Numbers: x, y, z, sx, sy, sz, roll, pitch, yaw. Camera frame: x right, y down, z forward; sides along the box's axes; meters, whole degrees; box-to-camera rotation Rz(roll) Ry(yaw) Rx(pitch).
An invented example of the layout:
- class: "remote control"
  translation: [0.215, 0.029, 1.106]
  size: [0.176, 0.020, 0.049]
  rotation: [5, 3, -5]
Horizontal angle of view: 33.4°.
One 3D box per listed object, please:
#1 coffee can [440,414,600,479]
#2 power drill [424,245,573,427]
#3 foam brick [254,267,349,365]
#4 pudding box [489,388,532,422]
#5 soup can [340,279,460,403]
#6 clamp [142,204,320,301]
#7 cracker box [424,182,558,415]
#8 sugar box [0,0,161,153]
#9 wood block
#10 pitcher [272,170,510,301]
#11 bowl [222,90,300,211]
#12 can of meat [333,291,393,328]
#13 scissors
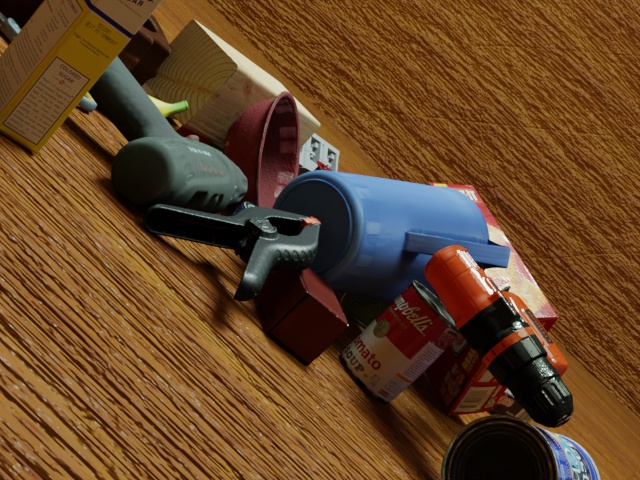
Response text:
- class: "coffee can"
  translation: [0.179, 0.213, 0.939]
  size: [0.103, 0.103, 0.140]
  rotation: [50, 11, 31]
- class: "power drill"
  translation: [0.179, 0.096, 0.985]
  size: [0.184, 0.057, 0.187]
  rotation: [57, 9, 22]
- class: "foam brick"
  translation: [-0.018, 0.060, 0.923]
  size: [0.051, 0.053, 0.078]
  rotation: [40, 11, -24]
- class: "pudding box"
  translation: [0.239, 0.202, 1.453]
  size: [0.113, 0.039, 0.090]
  rotation: [35, 13, -47]
- class: "soup can"
  translation: [0.077, 0.097, 1.012]
  size: [0.068, 0.102, 0.068]
  rotation: [43, 9, -9]
- class: "clamp"
  translation: [-0.065, -0.003, 0.892]
  size: [0.120, 0.039, 0.171]
  rotation: [38, 23, 16]
- class: "cracker box"
  translation: [0.161, 0.064, 1.213]
  size: [0.072, 0.164, 0.214]
  rotation: [1, 43, -28]
- class: "sugar box"
  translation: [-0.179, -0.158, 0.794]
  size: [0.048, 0.176, 0.093]
  rotation: [37, 12, -37]
- class: "wood block"
  translation: [-0.098, -0.159, 1.232]
  size: [0.091, 0.090, 0.205]
  rotation: [49, 11, 26]
- class: "pitcher"
  translation: [0.068, -0.001, 1.061]
  size: [0.242, 0.149, 0.145]
  rotation: [8, 47, -55]
- class: "bowl"
  translation: [-0.069, -0.085, 1.165]
  size: [0.055, 0.162, 0.162]
  rotation: [8, 2, 12]
- class: "can of meat"
  translation: [0.053, 0.057, 1.234]
  size: [0.102, 0.057, 0.084]
  rotation: [37, 10, -36]
- class: "scissors"
  translation: [-0.275, -0.186, 1.008]
  size: [0.202, 0.016, 0.096]
  rotation: [49, 9, 26]
